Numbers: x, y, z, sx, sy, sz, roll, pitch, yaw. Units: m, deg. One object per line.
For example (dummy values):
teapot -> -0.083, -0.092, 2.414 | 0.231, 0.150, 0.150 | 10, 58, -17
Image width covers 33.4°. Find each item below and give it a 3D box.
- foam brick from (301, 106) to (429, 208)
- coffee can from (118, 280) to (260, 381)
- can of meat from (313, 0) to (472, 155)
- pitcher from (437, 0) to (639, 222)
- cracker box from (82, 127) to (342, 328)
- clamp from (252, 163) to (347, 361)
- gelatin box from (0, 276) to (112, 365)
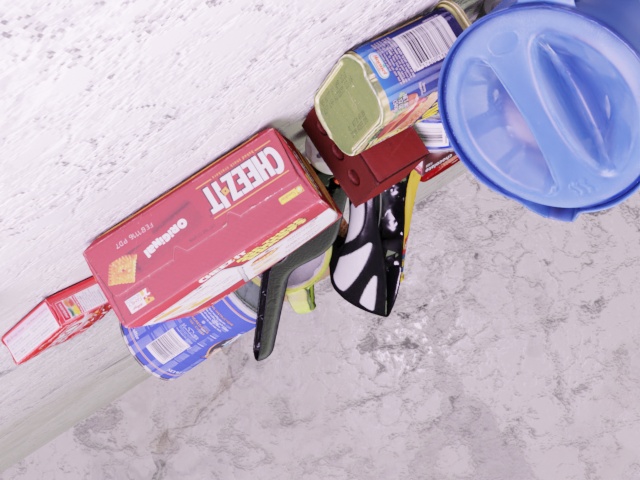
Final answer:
foam brick -> 0.032, -0.075, 0.782 | 0.051, 0.078, 0.053 | -31, 173, -23
coffee can -> -0.129, 0.072, 1.138 | 0.140, 0.103, 0.102 | -34, 176, 22
can of meat -> 0.051, -0.105, 0.713 | 0.083, 0.057, 0.102 | -28, 175, -20
pitcher -> 0.181, -0.140, 0.670 | 0.242, 0.145, 0.149 | -48, -177, -42
cracker box -> -0.073, -0.007, 0.831 | 0.164, 0.072, 0.213 | -33, 175, 4
clamp -> -0.056, 0.001, 0.972 | 0.210, 0.164, 0.036 | -52, -149, 13
gelatin box -> -0.216, 0.066, 0.897 | 0.089, 0.030, 0.073 | -36, 175, 41
